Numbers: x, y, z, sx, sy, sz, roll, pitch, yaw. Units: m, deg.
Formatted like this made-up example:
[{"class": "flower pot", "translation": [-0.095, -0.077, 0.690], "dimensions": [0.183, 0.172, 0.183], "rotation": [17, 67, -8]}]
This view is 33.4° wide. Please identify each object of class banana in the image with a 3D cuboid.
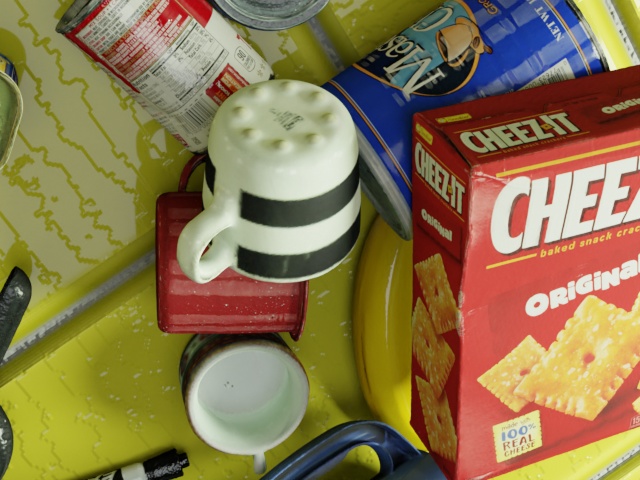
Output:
[{"class": "banana", "translation": [0.052, 0.062, 0.689], "dimensions": [0.069, 0.037, 0.198], "rotation": [-25, 115, -26]}]

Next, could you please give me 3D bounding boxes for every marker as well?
[{"class": "marker", "translation": [-0.142, 0.159, 0.676], "dimensions": [0.121, 0.020, 0.020], "rotation": [-18, 111, -8]}]

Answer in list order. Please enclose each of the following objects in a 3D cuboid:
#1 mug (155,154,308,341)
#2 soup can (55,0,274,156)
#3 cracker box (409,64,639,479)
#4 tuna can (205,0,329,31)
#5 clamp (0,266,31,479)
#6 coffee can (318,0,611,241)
[{"class": "mug", "translation": [-0.054, 0.001, 0.617], "dimensions": [0.081, 0.093, 0.117], "rotation": [0, 80, -10]}, {"class": "soup can", "translation": [-0.083, -0.103, 0.580], "dimensions": [0.068, 0.068, 0.102], "rotation": [-46, 113, 3]}, {"class": "cracker box", "translation": [0.136, 0.022, 0.592], "dimensions": [0.164, 0.072, 0.214], "rotation": [-14, 126, -17]}, {"class": "tuna can", "translation": [-0.030, -0.160, 0.594], "dimensions": [0.086, 0.034, 0.086], "rotation": [-4, 108, -13]}, {"class": "clamp", "translation": [-0.233, 0.093, 0.623], "dimensions": [0.120, 0.039, 0.171], "rotation": [6, 104, -4]}, {"class": "coffee can", "translation": [0.078, -0.080, 0.610], "dimensions": [0.140, 0.103, 0.102], "rotation": [-34, 113, -2]}]
